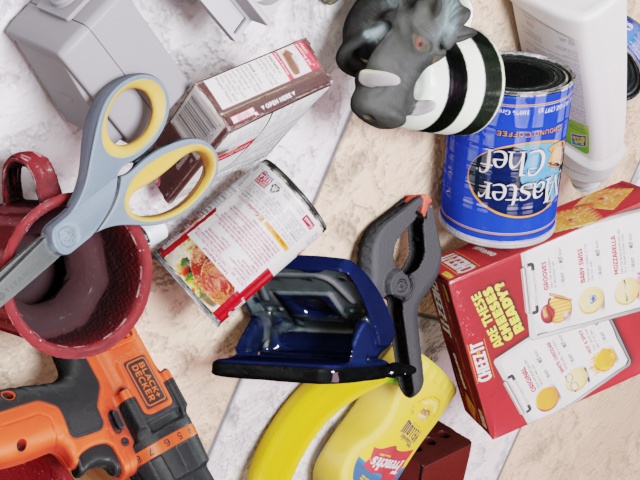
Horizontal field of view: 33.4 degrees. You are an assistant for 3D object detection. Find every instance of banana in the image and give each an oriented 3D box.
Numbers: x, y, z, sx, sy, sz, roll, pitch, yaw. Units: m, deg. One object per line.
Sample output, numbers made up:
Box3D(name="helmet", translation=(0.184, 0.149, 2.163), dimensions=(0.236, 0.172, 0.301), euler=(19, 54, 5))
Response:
Box3D(name="banana", translation=(-0.008, 0.163, 0.901), dimensions=(0.197, 0.069, 0.037), euler=(-44, 180, -14))

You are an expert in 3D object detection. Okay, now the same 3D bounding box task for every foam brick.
Box3D(name="foam brick", translation=(0.104, 0.219, 1.060), dimensions=(0.078, 0.053, 0.051), euler=(-15, 121, -43))

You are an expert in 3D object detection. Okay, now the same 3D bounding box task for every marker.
Box3D(name="marker", translation=(-0.152, 0.019, 0.693), dimensions=(0.120, 0.020, 0.020), euler=(-34, 133, -30))

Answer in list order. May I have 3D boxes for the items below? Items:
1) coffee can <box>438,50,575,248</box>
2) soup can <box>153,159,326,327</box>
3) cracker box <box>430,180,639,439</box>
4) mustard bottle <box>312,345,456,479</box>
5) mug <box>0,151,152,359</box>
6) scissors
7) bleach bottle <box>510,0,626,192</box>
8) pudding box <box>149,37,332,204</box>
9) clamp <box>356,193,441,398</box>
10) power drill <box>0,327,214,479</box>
Box3D(name="coffee can", translation=(0.156, -0.078, 0.908), dimensions=(0.102, 0.103, 0.140), euler=(-24, 127, -38))
Box3D(name="soup can", translation=(-0.055, 0.001, 0.735), dimensions=(0.102, 0.069, 0.068), euler=(-42, 138, -7))
Box3D(name="cracker box", translation=(0.218, 0.060, 0.976), dimensions=(0.213, 0.072, 0.164), euler=(-22, 110, -11))
Box3D(name="mustard bottle", translation=(0.046, 0.192, 0.977), dimensions=(0.191, 0.058, 0.096), euler=(-54, 142, -10))
Box3D(name="mug", translation=(-0.161, 0.006, 0.617), dimensions=(0.093, 0.082, 0.117), euler=(-23, 107, -37))
Box3D(name="scissors", translation=(-0.137, -0.023, 0.567), dimensions=(0.201, 0.016, 0.096), euler=(-29, 115, -36))
Box3D(name="bleach bottle", translation=(0.230, -0.138, 0.974), dimensions=(0.068, 0.103, 0.251), euler=(-39, 142, -14))
Box3D(name="pudding box", translation=(-0.055, -0.075, 0.683), dimensions=(0.089, 0.114, 0.039), euler=(-31, 86, -34))
Box3D(name="clamp", translation=(0.065, 0.047, 0.902), dimensions=(0.120, 0.039, 0.171), euler=(35, 76, -33))
Box3D(name="power drill", translation=(-0.155, 0.141, 0.644), dimensions=(0.187, 0.184, 0.057), euler=(-22, 167, -46))
